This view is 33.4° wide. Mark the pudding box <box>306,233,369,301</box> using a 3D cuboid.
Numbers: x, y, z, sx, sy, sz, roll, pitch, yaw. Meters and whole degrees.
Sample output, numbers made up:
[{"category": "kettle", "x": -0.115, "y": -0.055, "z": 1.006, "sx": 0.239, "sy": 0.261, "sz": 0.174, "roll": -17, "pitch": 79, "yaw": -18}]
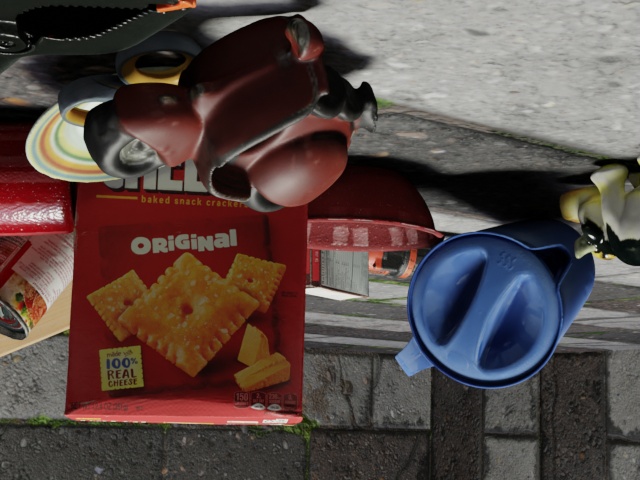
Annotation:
[{"category": "pudding box", "x": 0.010, "y": 0.010, "z": 1.048, "sx": 0.039, "sy": 0.090, "sz": 0.113, "roll": -4, "pitch": 170, "yaw": 29}]

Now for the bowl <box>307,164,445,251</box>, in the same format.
[{"category": "bowl", "x": 0.026, "y": -0.028, "z": 0.918, "sx": 0.162, "sy": 0.055, "sz": 0.162, "roll": 2, "pitch": 171, "yaw": 0}]

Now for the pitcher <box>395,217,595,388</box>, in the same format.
[{"category": "pitcher", "x": 0.172, "y": 0.049, "z": 0.991, "sx": 0.149, "sy": 0.145, "sz": 0.242, "roll": 9, "pitch": -169, "yaw": 23}]

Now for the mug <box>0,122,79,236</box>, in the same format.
[{"category": "mug", "x": -0.220, "y": -0.048, "z": 0.782, "sx": 0.081, "sy": 0.093, "sz": 0.117, "roll": -2, "pitch": -162, "yaw": -7}]

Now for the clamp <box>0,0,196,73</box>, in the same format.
[{"category": "clamp", "x": -0.158, "y": -0.111, "z": 0.501, "sx": 0.210, "sy": 0.036, "sz": 0.164, "roll": -5, "pitch": 169, "yaw": 28}]

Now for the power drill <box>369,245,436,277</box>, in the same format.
[{"category": "power drill", "x": 0.053, "y": 0.023, "z": 1.235, "sx": 0.184, "sy": 0.057, "sz": 0.188, "roll": 9, "pitch": 166, "yaw": -21}]

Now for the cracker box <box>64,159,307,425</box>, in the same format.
[{"category": "cracker box", "x": -0.092, "y": 0.022, "z": 0.763, "sx": 0.164, "sy": 0.214, "sz": 0.072, "roll": 3, "pitch": 169, "yaw": -7}]

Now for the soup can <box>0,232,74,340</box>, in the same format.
[{"category": "soup can", "x": -0.223, "y": 0.017, "z": 0.824, "sx": 0.068, "sy": 0.102, "sz": 0.068, "roll": 24, "pitch": 149, "yaw": 16}]

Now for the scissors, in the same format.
[{"category": "scissors", "x": -0.056, "y": -0.094, "z": 0.641, "sx": 0.201, "sy": 0.016, "sz": 0.096, "roll": -8, "pitch": 159, "yaw": -34}]
